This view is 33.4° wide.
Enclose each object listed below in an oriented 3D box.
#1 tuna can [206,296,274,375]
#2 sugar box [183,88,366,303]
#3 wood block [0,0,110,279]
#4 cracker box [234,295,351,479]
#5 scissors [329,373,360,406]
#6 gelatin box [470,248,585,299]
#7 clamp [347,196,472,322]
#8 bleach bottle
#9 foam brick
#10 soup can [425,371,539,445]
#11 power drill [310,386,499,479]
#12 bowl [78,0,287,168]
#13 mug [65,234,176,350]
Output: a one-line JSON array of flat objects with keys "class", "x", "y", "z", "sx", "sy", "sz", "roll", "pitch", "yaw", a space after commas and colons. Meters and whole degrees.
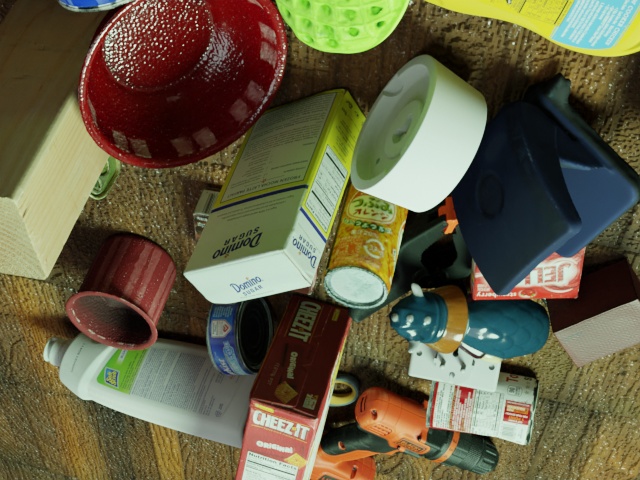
[{"class": "tuna can", "x": -0.078, "y": 0.090, "z": 1.051, "sx": 0.034, "sy": 0.086, "sz": 0.086, "roll": -3, "pitch": 138, "yaw": 23}, {"class": "sugar box", "x": -0.030, "y": -0.035, "z": 0.802, "sx": 0.093, "sy": 0.176, "sz": 0.048, "roll": -13, "pitch": 133, "yaw": 34}, {"class": "wood block", "x": -0.212, "y": -0.083, "z": 0.792, "sx": 0.090, "sy": 0.206, "sz": 0.091, "roll": 9, "pitch": 142, "yaw": 11}, {"class": "cracker box", "x": -0.036, "y": 0.187, "z": 1.047, "sx": 0.072, "sy": 0.164, "sz": 0.214, "roll": 16, "pitch": 125, "yaw": 4}, {"class": "scissors", "x": -0.010, "y": 0.187, "z": 1.201, "sx": 0.096, "sy": 0.016, "sz": 0.202, "roll": 15, "pitch": 143, "yaw": 5}, {"class": "gelatin box", "x": 0.170, "y": 0.013, "z": 0.875, "sx": 0.089, "sy": 0.030, "sz": 0.073, "roll": 0, "pitch": 128, "yaw": 2}, {"class": "clamp", "x": 0.086, "y": 0.027, "z": 0.938, "sx": 0.120, "sy": 0.039, "sz": 0.171, "roll": -3, "pitch": 138, "yaw": -3}, {"class": "bleach bottle", "x": -0.183, "y": 0.145, "z": 1.168, "sx": 0.251, "sy": 0.102, "sz": 0.068, "roll": 15, "pitch": 153, "yaw": 15}, {"class": "foam brick", "x": 0.237, "y": 0.061, "z": 0.899, "sx": 0.078, "sy": 0.051, "sz": 0.053, "roll": -25, "pitch": 126, "yaw": 22}, {"class": "soup can", "x": 0.160, "y": 0.161, "z": 1.056, "sx": 0.102, "sy": 0.068, "sz": 0.068, "roll": 9, "pitch": 142, "yaw": 11}, {"class": "power drill", "x": 0.078, "y": 0.230, "z": 1.182, "sx": 0.184, "sy": 0.057, "sz": 0.188, "roll": 29, "pitch": 140, "yaw": -24}, {"class": "bowl", "x": -0.107, "y": -0.132, "z": 0.775, "sx": 0.162, "sy": 0.055, "sz": 0.162, "roll": -21, "pitch": 140, "yaw": -20}, {"class": "mug", "x": -0.194, "y": 0.056, "z": 1.059, "sx": 0.093, "sy": 0.081, "sz": 0.117, "roll": 17, "pitch": 142, "yaw": 1}]
